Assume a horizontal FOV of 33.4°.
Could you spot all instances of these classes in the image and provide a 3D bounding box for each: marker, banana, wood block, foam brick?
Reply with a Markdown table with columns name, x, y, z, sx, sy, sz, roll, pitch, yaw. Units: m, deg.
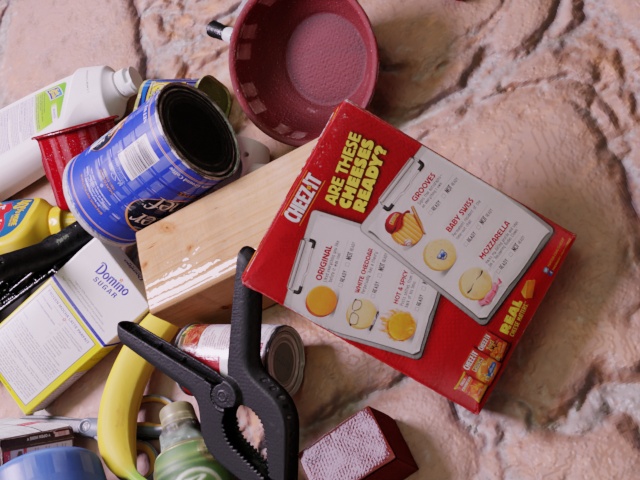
| name | x | y | z | sx | sy | sz | roll | pitch | yaw |
| --- | --- | --- | --- | --- | --- | --- | --- | --- | --- |
| marker | -0.077 | -0.209 | 1.122 | 0.121 | 0.020 | 0.020 | 27 | 86 | 35 |
| banana | -0.173 | 0.142 | 1.015 | 0.070 | 0.037 | 0.197 | 2 | 63 | 12 |
| wood block | -0.056 | 0.002 | 0.982 | 0.206 | 0.090 | 0.090 | -26 | 60 | 19 |
| foam brick | 0.031 | 0.182 | 0.882 | 0.078 | 0.051 | 0.053 | -36 | 56 | 13 |

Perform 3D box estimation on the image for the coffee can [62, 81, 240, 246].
| name | x | y | z | sx | sy | sz | roll | pitch | yaw |
| --- | --- | --- | --- | --- | --- | --- | --- | --- | --- |
| coffee can | -0.160 | -0.070 | 1.008 | 0.141 | 0.102 | 0.103 | -31 | 57 | 32 |

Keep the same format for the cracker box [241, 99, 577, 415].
| name | x | y | z | sx | sy | sz | roll | pitch | yaw |
| --- | --- | --- | --- | --- | --- | --- | --- | --- | --- |
| cracker box | 0.068 | 0.014 | 0.848 | 0.213 | 0.072 | 0.164 | 30 | 87 | -5 |

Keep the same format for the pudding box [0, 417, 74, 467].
| name | x | y | z | sx | sy | sz | roll | pitch | yaw |
| --- | --- | --- | --- | --- | --- | --- | --- | --- | --- |
| pudding box | -0.309 | 0.200 | 1.041 | 0.114 | 0.089 | 0.039 | -4 | 89 | 39 |

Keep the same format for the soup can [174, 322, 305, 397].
| name | x | y | z | sx | sy | sz | roll | pitch | yaw |
| --- | --- | --- | --- | --- | --- | --- | --- | --- | --- |
| soup can | -0.073 | 0.109 | 0.963 | 0.102 | 0.068 | 0.068 | -2 | 70 | 29 |

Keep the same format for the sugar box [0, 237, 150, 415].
| name | x | y | z | sx | sy | sz | roll | pitch | yaw |
| --- | --- | --- | --- | --- | --- | --- | --- | --- | --- |
| sugar box | -0.253 | 0.085 | 1.077 | 0.176 | 0.048 | 0.093 | -39 | 81 | 9 |

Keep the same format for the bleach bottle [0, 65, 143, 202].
| name | x | y | z | sx | sy | sz | roll | pitch | yaw |
| --- | --- | --- | --- | --- | --- | --- | --- | --- | --- |
| bleach bottle | -0.308 | -0.121 | 1.198 | 0.251 | 0.068 | 0.102 | -24 | 59 | 18 |

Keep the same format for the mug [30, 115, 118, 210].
| name | x | y | z | sx | sy | sz | roll | pitch | yaw |
| --- | --- | --- | --- | --- | --- | --- | --- | --- | --- |
| mug | -0.254 | -0.079 | 1.123 | 0.117 | 0.093 | 0.081 | -6 | 103 | 40 |

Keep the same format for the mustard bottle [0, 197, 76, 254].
| name | x | y | z | sx | sy | sz | roll | pitch | yaw |
| --- | --- | --- | --- | --- | --- | --- | --- | --- | --- |
| mustard bottle | -0.344 | -0.007 | 1.157 | 0.192 | 0.058 | 0.096 | -8 | 30 | 10 |

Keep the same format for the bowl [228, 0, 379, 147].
| name | x | y | z | sx | sy | sz | roll | pitch | yaw |
| --- | --- | --- | --- | --- | --- | --- | --- | --- | --- |
| bowl | -0.007 | -0.172 | 1.021 | 0.162 | 0.055 | 0.162 | 7 | 104 | 27 |

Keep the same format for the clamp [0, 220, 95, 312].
| name | x | y | z | sx | sy | sz | roll | pitch | yaw |
| --- | --- | --- | --- | --- | --- | --- | --- | --- | --- |
| clamp | -0.270 | 0.013 | 1.077 | 0.171 | 0.120 | 0.039 | -35 | 88 | -20 |

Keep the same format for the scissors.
| name | x | y | z | sx | sy | sz | roll | pitch | yaw |
| --- | --- | --- | --- | --- | --- | --- | --- | --- | --- |
| scissors | -0.222 | 0.201 | 1.044 | 0.202 | 0.016 | 0.096 | -15 | 60 | 24 |

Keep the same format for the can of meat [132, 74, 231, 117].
| name | x | y | z | sx | sy | sz | roll | pitch | yaw |
| --- | --- | --- | --- | --- | --- | --- | --- | --- | --- |
| can of meat | -0.150 | -0.119 | 1.107 | 0.084 | 0.057 | 0.102 | 5 | 74 | 33 |

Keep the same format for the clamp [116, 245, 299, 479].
| name | x | y | z | sx | sy | sz | roll | pitch | yaw |
| --- | --- | --- | --- | --- | --- | --- | --- | --- | --- |
| clamp | -0.084 | 0.127 | 0.910 | 0.165 | 0.036 | 0.210 | -23 | 87 | 30 |
